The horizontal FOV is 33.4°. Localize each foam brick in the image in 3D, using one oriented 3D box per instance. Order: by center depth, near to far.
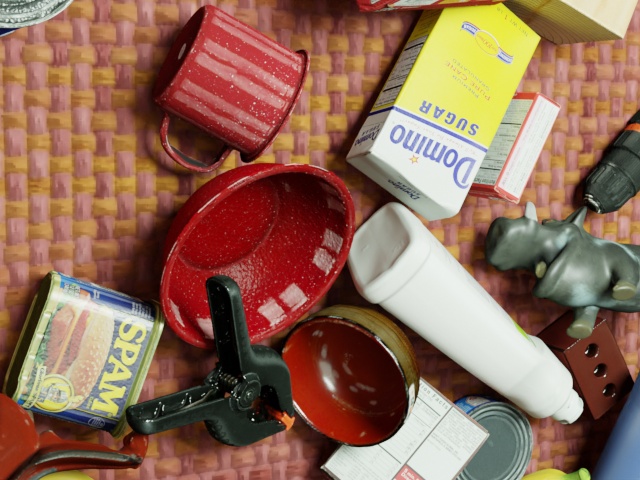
[{"bbox_3d":[0.234,0.110,0.950,0.053,0.051,0.078,-35,110,-17],"label":"foam brick"}]

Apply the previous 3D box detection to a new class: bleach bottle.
[{"bbox_3d":[0.131,0.076,0.870,0.068,0.102,0.250,-44,114,12],"label":"bleach bottle"}]

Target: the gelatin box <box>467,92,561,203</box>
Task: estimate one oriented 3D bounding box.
[{"bbox_3d":[0.149,-0.077,0.874,0.030,0.073,0.089,26,85,-26],"label":"gelatin box"}]

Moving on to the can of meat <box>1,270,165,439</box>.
[{"bbox_3d":[-0.168,0.079,0.757,0.083,0.058,0.102,21,87,-23],"label":"can of meat"}]

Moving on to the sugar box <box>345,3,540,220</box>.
[{"bbox_3d":[0.100,-0.113,0.844,0.093,0.048,0.176,34,69,-22],"label":"sugar box"}]

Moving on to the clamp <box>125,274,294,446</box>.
[{"bbox_3d":[-0.062,0.096,0.777,0.120,0.039,0.171,-59,149,0],"label":"clamp"}]

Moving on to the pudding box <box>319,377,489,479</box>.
[{"bbox_3d":[0.068,0.172,0.867,0.090,0.039,0.113,39,76,12],"label":"pudding box"}]

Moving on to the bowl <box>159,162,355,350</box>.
[{"bbox_3d":[-0.055,0.001,0.779,0.161,0.055,0.162,-23,136,-24],"label":"bowl"}]

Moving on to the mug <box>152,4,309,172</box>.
[{"bbox_3d":[-0.072,-0.104,0.764,0.081,0.093,0.117,27,104,-21],"label":"mug"}]

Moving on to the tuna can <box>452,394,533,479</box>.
[{"bbox_3d":[0.140,0.178,0.925,0.086,0.034,0.086,-3,98,-25],"label":"tuna can"}]
